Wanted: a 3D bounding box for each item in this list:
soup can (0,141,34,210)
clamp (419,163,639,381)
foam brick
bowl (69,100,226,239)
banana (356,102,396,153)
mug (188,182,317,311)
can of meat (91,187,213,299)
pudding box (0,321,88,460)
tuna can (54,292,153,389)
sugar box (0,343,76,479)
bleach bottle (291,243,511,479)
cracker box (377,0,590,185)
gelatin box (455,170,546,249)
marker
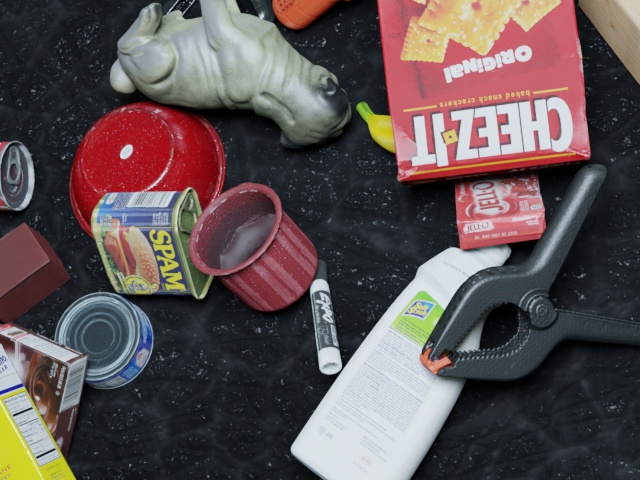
[{"bbox_3d":[-0.343,-0.063,1.047,0.102,0.068,0.068,0,71,13],"label":"soup can"},{"bbox_3d":[0.173,0.042,0.859,0.210,0.036,0.164,-21,98,-7],"label":"clamp"},{"bbox_3d":[-0.288,0.031,1.010,0.078,0.051,0.053,-36,66,-2],"label":"foam brick"},{"bbox_3d":[-0.175,-0.072,1.020,0.162,0.055,0.162,-4,69,11],"label":"bowl"},{"bbox_3d":[0.129,-0.109,0.975,0.198,0.037,0.069,-4,72,11],"label":"banana"},{"bbox_3d":[-0.056,0.001,0.946,0.093,0.081,0.117,-24,48,18],"label":"mug"},{"bbox_3d":[-0.150,0.003,0.964,0.084,0.102,0.057,0,38,15],"label":"can of meat"},{"bbox_3d":[-0.261,0.141,0.950,0.090,0.039,0.113,20,102,18],"label":"pudding box"},{"bbox_3d":[-0.199,0.091,0.979,0.086,0.033,0.086,-4,70,11],"label":"tuna can"},{"bbox_3d":[-0.274,0.188,0.916,0.093,0.048,0.176,-34,86,22],"label":"sugar box"},{"bbox_3d":[0.086,0.104,0.897,0.103,0.068,0.250,34,78,17],"label":"bleach bottle"},{"bbox_3d":[0.136,-0.163,0.911,0.164,0.072,0.214,-7,90,12],"label":"cracker box"},{"bbox_3d":[0.154,-0.028,0.918,0.073,0.030,0.089,-7,26,10],"label":"gelatin box"},{"bbox_3d":[0.002,0.063,0.932,0.020,0.020,0.121,-15,47,7],"label":"marker"}]
